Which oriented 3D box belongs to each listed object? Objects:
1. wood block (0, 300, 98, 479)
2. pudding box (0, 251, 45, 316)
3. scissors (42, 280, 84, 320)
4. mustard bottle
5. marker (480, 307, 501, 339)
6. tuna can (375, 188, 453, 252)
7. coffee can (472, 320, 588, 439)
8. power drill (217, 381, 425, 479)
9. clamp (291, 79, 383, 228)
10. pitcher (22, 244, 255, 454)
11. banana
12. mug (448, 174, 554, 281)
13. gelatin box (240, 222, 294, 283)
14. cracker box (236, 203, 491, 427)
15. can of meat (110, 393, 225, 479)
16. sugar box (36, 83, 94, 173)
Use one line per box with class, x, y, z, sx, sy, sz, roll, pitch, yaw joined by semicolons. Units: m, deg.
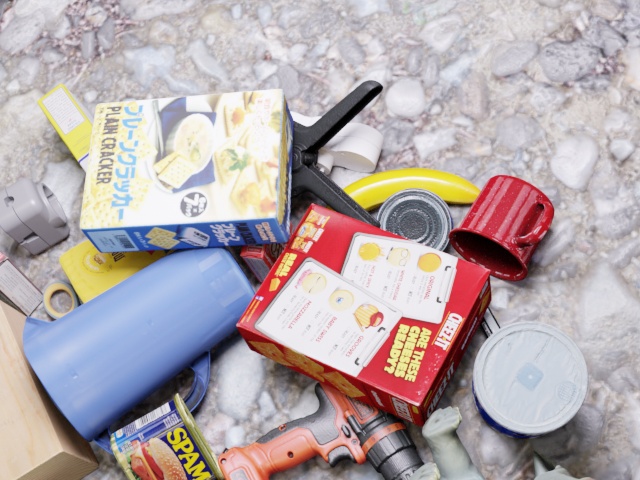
wood block;-0.342;0.181;1.195;0.090;0.090;0.206;-32;63;0
pudding box;-0.385;0.035;1.258;0.090;0.113;0.039;31;75;24
scissors;-0.278;0.116;1.247;0.096;0.016;0.202;-11;64;8
mustard bottle;-0.202;0.007;1.245;0.191;0.058;0.096;-33;53;-10
marker;0.171;0.071;1.145;0.020;0.020;0.121;-27;63;2
tuna can;0.103;-0.015;1.175;0.086;0.033;0.086;0;91;9
coffee can;0.198;0.138;1.030;0.103;0.140;0.103;-2;78;7
power drill;0.003;0.232;1.100;0.187;0.057;0.184;-32;59;-4
clamp;-0.015;-0.102;1.200;0.210;0.036;0.164;9;93;33
pitcher;-0.186;0.108;1.165;0.242;0.149;0.145;-34;48;-10
banana;0.080;-0.046;1.215;0.198;0.037;0.069;-19;89;9
mug;0.202;-0.017;1.128;0.093;0.117;0.081;39;71;-18
gelatin box;-0.058;0.002;1.198;0.030;0.089;0.073;6;69;16
cracker box;0.047;0.074;1.104;0.214;0.072;0.164;21;66;24
can of meat;-0.161;0.226;1.117;0.084;0.102;0.057;-29;20;-6
sugar box;-0.272;-0.103;1.300;0.048;0.093;0.176;-36;62;-2
